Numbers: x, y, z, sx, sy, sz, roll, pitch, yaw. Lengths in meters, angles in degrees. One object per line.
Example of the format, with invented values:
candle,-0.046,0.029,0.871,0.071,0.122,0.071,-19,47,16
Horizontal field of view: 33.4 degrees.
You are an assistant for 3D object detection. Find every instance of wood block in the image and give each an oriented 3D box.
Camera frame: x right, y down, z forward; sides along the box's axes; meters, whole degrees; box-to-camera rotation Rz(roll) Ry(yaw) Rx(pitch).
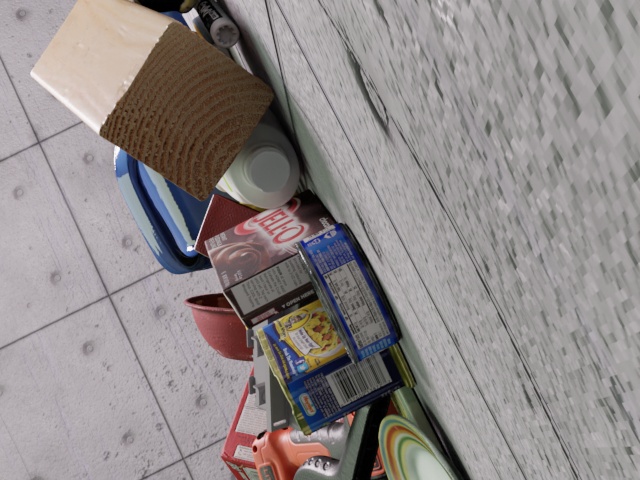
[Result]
wood block,-0.128,-0.113,0.771,0.090,0.090,0.206,33,-178,-32

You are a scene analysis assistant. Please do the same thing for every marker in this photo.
marker,-0.080,-0.168,0.793,0.020,0.020,0.121,65,177,-29

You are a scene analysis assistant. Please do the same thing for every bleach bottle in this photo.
bleach bottle,-0.057,-0.068,0.842,0.102,0.068,0.251,65,175,-17

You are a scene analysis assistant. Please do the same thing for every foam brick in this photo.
foam brick,-0.056,0.001,0.891,0.078,0.053,0.051,22,-179,33

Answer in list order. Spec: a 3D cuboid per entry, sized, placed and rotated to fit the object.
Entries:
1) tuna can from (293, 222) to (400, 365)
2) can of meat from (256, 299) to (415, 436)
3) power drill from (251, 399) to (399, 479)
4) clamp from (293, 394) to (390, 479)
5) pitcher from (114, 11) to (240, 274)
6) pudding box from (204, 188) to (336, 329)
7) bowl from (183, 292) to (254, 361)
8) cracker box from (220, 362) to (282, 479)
tuna can,0.017,0.032,0.668,0.086,0.033,0.086,63,177,5
can of meat,0.008,0.081,0.752,0.057,0.084,0.102,65,177,-27
power drill,0.026,0.219,0.956,0.188,0.057,0.184,-26,77,46
clamp,0.035,0.223,0.865,0.164,0.036,0.210,61,143,11
pitcher,-0.136,-0.095,1.022,0.243,0.145,0.149,62,176,-20
pudding box,-0.030,0.010,0.759,0.039,0.090,0.113,63,177,-23
bowl,-0.053,0.084,1.043,0.162,0.162,0.055,-144,55,-84
cracker box,-0.026,0.173,1.156,0.164,0.072,0.213,68,-145,-55
